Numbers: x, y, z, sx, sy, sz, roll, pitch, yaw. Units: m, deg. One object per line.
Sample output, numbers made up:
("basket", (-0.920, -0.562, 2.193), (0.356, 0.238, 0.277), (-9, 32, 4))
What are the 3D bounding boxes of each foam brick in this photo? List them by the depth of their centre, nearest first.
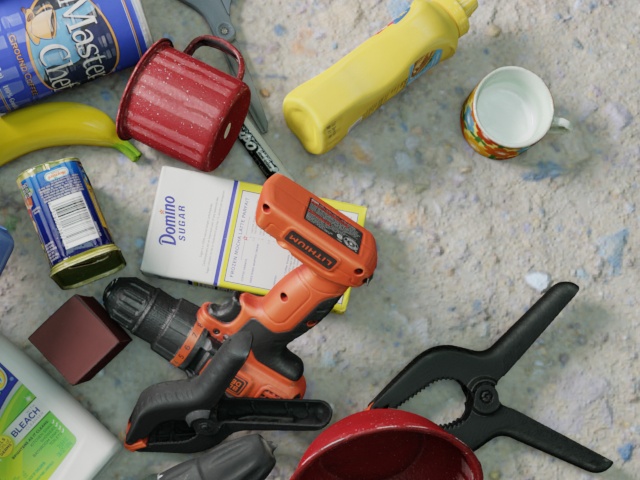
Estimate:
("foam brick", (-0.190, 0.079, 0.853), (0.051, 0.078, 0.053), (-43, 88, -5))

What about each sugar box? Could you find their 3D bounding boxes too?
("sugar box", (-0.056, 0.001, 0.900), (0.176, 0.048, 0.093), (12, 81, -1))

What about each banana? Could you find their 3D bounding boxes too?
("banana", (-0.254, -0.073, 0.891), (0.197, 0.037, 0.069), (-18, 84, -9))

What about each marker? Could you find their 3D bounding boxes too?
("marker", (-0.065, -0.094, 0.925), (0.020, 0.020, 0.121), (-36, 87, -10))

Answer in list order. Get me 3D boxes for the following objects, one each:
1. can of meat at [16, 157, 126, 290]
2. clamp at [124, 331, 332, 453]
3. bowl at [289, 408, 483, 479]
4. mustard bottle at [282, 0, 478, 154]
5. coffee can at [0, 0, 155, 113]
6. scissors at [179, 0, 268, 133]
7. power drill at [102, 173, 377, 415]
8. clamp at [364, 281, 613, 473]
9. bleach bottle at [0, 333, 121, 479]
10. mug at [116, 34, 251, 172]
("can of meat", (-0.200, -0.013, 0.857), (0.057, 0.102, 0.084), (-22, 83, -9))
("clamp", (-0.079, 0.136, 0.846), (0.120, 0.172, 0.039), (43, 37, -26))
("bowl", (0.046, 0.186, 0.854), (0.162, 0.162, 0.055), (-5, 38, -6))
("mustard bottle", (0.058, -0.152, 0.909), (0.191, 0.096, 0.058), (-38, 87, -10))
("coffee can", (-0.218, -0.175, 0.877), (0.140, 0.103, 0.103), (-22, 85, -9))
("scissors", (-0.074, -0.200, 0.942), (0.096, 0.016, 0.202), (-37, 87, -10))
("power drill", (-0.059, 0.039, 0.839), (0.184, 0.057, 0.188), (32, 121, -11))
("clamp", (0.144, 0.140, 0.906), (0.210, 0.036, 0.164), (-17, 85, -6))
("bleach bottle", (-0.283, 0.118, 0.848), (0.251, 0.068, 0.102), (40, 82, 3))
("mug", (-0.105, -0.118, 0.883), (0.081, 0.093, 0.117), (26, 69, 6))
